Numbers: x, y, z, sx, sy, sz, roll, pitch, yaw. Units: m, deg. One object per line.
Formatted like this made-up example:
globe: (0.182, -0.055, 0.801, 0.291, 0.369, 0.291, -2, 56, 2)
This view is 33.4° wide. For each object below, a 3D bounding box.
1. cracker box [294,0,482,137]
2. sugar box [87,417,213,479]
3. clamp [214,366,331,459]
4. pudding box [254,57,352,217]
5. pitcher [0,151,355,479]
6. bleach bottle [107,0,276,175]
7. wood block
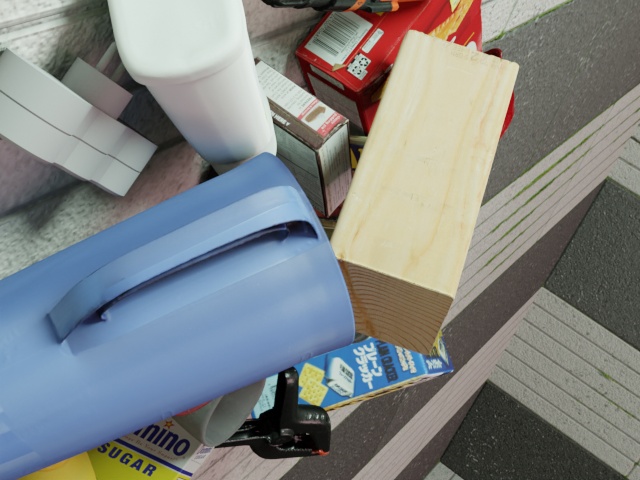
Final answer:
cracker box: (0.070, -0.163, 0.923, 0.164, 0.072, 0.213, -52, 163, -7)
sugar box: (-0.178, 0.214, 0.935, 0.176, 0.093, 0.048, -54, 163, -6)
clamp: (-0.059, 0.204, 1.154, 0.165, 0.036, 0.209, -27, 148, 12)
pudding box: (-0.020, -0.076, 0.817, 0.039, 0.090, 0.113, -50, 161, -15)
pitcher: (-0.109, 0.046, 0.638, 0.242, 0.145, 0.149, -24, 120, -14)
bleach bottle: (-0.064, -0.091, 0.663, 0.068, 0.102, 0.251, -15, 160, 1)
wood block: (0.069, -0.037, 0.763, 0.091, 0.090, 0.206, 103, 7, -59)
